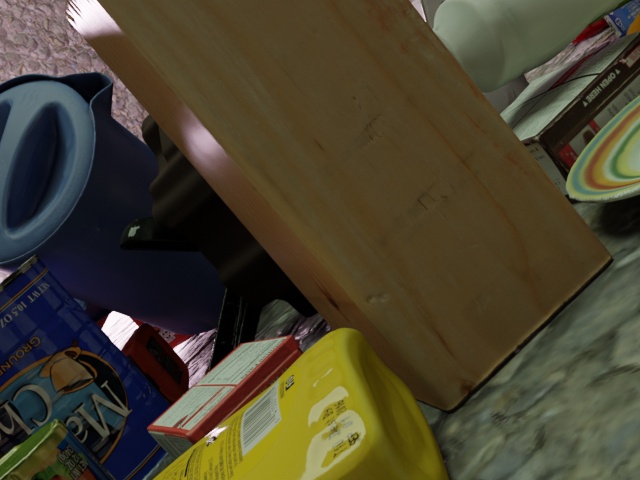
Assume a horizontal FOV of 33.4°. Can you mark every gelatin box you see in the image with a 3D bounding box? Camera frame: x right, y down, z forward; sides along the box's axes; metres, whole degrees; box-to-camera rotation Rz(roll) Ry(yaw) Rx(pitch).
[{"bbox_3d":[-0.045,0.086,0.557,0.073,0.030,0.089,-42,9,-22],"label":"gelatin box"}]

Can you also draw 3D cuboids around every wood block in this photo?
[{"bbox_3d":[0.002,-0.043,0.419,0.090,0.206,0.091,-42,9,-11],"label":"wood block"}]

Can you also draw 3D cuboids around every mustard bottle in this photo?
[{"bbox_3d":[-0.049,0.111,0.350,0.192,0.058,0.096,-39,15,8],"label":"mustard bottle"}]

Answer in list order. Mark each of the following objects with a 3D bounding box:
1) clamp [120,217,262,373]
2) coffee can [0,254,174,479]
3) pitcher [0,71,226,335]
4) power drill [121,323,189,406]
[{"bbox_3d":[-0.054,0.001,0.672,0.039,0.120,0.171,-9,33,33],"label":"clamp"},{"bbox_3d":[-0.159,0.094,0.626,0.103,0.140,0.103,-39,9,7],"label":"coffee can"},{"bbox_3d":[-0.155,-0.002,0.774,0.149,0.145,0.242,-13,-25,22],"label":"pitcher"},{"bbox_3d":[-0.179,0.141,0.759,0.187,0.057,0.184,-42,9,-2],"label":"power drill"}]
